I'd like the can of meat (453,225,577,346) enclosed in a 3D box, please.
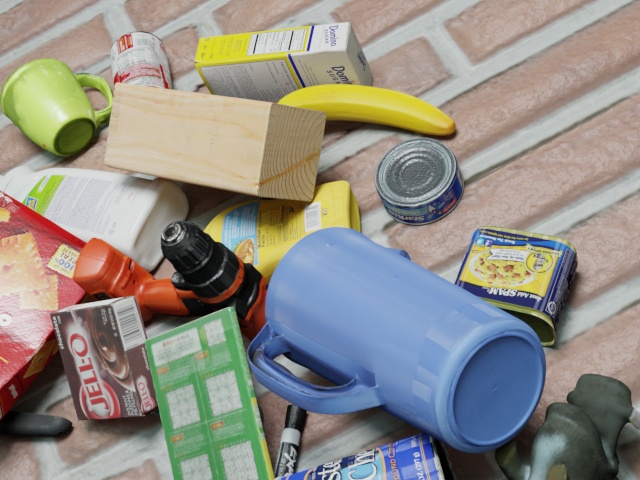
[{"bbox_3d":[0.173,0.038,0.959,0.102,0.057,0.084,11,62,26],"label":"can of meat"}]

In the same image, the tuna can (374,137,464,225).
[{"bbox_3d":[0.098,-0.060,1.064,0.086,0.033,0.086,-10,56,15],"label":"tuna can"}]

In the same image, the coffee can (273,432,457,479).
[{"bbox_3d":[0.042,0.222,0.864,0.140,0.102,0.103,-19,54,8],"label":"coffee can"}]

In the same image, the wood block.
[{"bbox_3d":[-0.108,-0.100,1.064,0.206,0.090,0.090,13,96,35],"label":"wood block"}]

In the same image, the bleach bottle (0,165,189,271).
[{"bbox_3d":[-0.272,-0.041,1.181,0.251,0.068,0.102,15,67,31],"label":"bleach bottle"}]

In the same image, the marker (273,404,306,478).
[{"bbox_3d":[-0.032,0.202,0.958,0.020,0.020,0.121,0,59,21],"label":"marker"}]

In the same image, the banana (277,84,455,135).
[{"bbox_3d":[0.041,-0.135,1.116,0.198,0.037,0.069,2,46,2],"label":"banana"}]

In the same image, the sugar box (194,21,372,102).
[{"bbox_3d":[-0.039,-0.186,1.162,0.176,0.093,0.048,-4,58,18],"label":"sugar box"}]

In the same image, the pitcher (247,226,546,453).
[{"bbox_3d":[0.058,0.086,0.877,0.243,0.144,0.149,25,95,55],"label":"pitcher"}]

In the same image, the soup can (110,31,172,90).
[{"bbox_3d":[-0.208,-0.186,1.243,0.068,0.068,0.102,-21,54,8],"label":"soup can"}]

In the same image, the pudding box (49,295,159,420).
[{"bbox_3d":[-0.204,0.114,1.020,0.090,0.039,0.113,-10,94,35],"label":"pudding box"}]

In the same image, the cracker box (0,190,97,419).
[{"bbox_3d":[-0.335,0.065,1.071,0.164,0.072,0.213,31,57,9],"label":"cracker box"}]

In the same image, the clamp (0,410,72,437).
[{"bbox_3d":[-0.357,0.179,1.089,0.210,0.036,0.165,-34,53,-7],"label":"clamp"}]

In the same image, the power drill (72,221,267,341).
[{"bbox_3d":[-0.144,0.038,1.017,0.188,0.184,0.057,4,59,34],"label":"power drill"}]

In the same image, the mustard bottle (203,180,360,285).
[{"bbox_3d":[-0.057,0.002,1.071,0.192,0.058,0.096,-11,55,14],"label":"mustard bottle"}]
